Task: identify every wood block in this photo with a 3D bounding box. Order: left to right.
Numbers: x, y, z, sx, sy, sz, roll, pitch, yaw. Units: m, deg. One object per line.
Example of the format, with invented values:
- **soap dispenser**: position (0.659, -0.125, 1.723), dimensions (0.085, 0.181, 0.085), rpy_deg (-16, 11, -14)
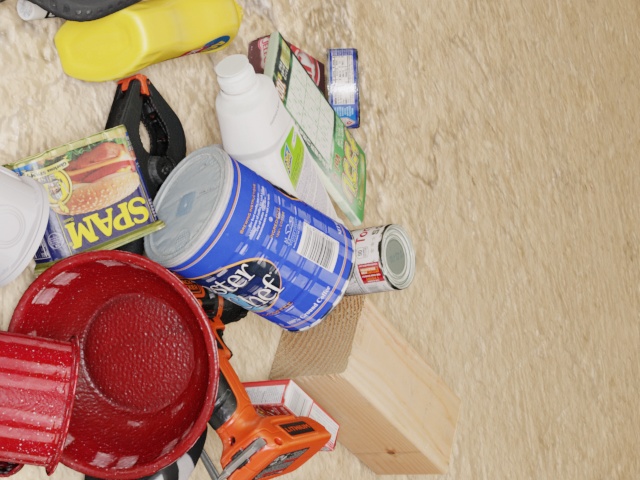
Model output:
- **wood block**: position (0.050, 0.150, 1.070), dimensions (0.206, 0.091, 0.090), rpy_deg (48, 46, -39)

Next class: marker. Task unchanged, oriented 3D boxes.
- **marker**: position (-0.194, -0.190, 0.861), dimensions (0.120, 0.020, 0.020), rpy_deg (-24, 101, -56)

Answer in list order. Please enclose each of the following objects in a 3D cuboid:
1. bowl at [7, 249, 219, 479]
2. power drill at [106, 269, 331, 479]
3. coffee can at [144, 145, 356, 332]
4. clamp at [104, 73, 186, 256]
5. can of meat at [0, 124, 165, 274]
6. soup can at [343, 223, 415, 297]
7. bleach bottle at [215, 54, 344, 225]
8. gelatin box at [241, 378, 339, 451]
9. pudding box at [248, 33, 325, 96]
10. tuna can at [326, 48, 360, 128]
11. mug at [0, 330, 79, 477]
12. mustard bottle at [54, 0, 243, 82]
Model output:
- **bowl**: position (-0.141, 0.085, 0.764), dimensions (0.055, 0.162, 0.162), rpy_deg (-17, 96, -76)
- **power drill**: position (-0.074, 0.103, 0.863), dimensions (0.188, 0.057, 0.184), rpy_deg (51, 21, 19)
- **coffee can**: position (-0.056, 0.001, 0.859), dimensions (0.140, 0.103, 0.102), rpy_deg (30, 57, -34)
- **clamp**: position (-0.133, -0.052, 0.898), dimensions (0.120, 0.039, 0.171), rpy_deg (-3, 88, -56)
- **can of meat**: position (-0.178, -0.032, 0.796), dimensions (0.101, 0.058, 0.084), rpy_deg (-25, 101, -36)
- **soup can**: position (0.035, 0.023, 1.070), dimensions (0.068, 0.102, 0.068), rpy_deg (19, 67, -52)
- **bleach bottle**: position (-0.039, -0.062, 0.948), dimensions (0.251, 0.068, 0.102), rpy_deg (69, 19, -44)
- **gelatin box**: position (-0.036, 0.159, 0.957), dimensions (0.089, 0.073, 0.030), rpy_deg (49, 46, -39)
- **pudding box**: position (-0.032, -0.138, 1.068), dimensions (0.089, 0.039, 0.113), rpy_deg (20, 65, -52)
- **tuna can**: position (0.024, -0.160, 1.124), dimensions (0.086, 0.034, 0.086), rpy_deg (-1, 89, -89)
- **mug**: position (-0.210, 0.109, 0.695), dimensions (0.081, 0.117, 0.093), rpy_deg (12, 33, -19)
- **mustard bottle**: position (-0.124, -0.178, 0.891), dimensions (0.191, 0.096, 0.058), rpy_deg (-32, 109, -54)
